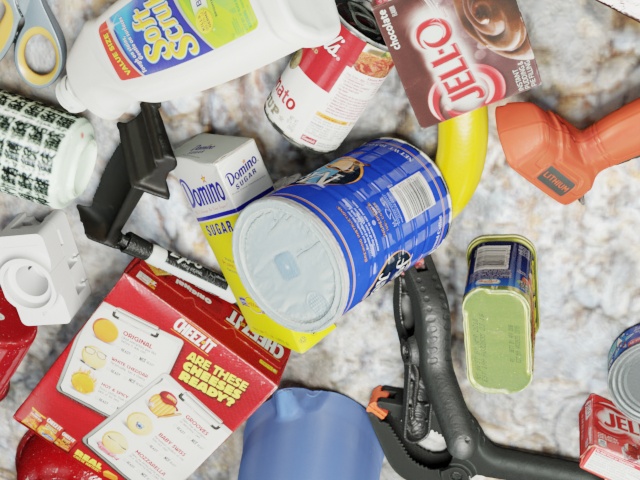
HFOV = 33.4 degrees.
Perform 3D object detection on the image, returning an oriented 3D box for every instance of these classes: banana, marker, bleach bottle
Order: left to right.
[{"bbox_3d":[-0.107,-0.145,0.788,0.251,0.067,0.102,-21,84,37],"label":"bleach bottle"},{"bbox_3d":[-0.119,0.023,0.903,0.121,0.020,0.020,28,125,-32],"label":"marker"},{"bbox_3d":[0.094,-0.084,0.809,0.069,0.037,0.198,10,120,7],"label":"banana"}]

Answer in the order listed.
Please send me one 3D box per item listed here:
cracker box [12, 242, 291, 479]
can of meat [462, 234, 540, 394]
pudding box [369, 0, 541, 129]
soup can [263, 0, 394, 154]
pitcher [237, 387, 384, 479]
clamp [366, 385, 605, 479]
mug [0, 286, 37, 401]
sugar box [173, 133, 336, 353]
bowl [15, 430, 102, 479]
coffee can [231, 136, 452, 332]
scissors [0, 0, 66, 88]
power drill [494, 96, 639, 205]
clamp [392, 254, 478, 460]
[{"bbox_3d":[-0.153,0.129,0.969,0.164,0.072,0.214,37,119,-8],"label":"cracker box"},{"bbox_3d":[0.143,0.059,0.847,0.057,0.084,0.102,-1,118,14],"label":"can of meat"},{"bbox_3d":[0.091,-0.138,0.722,0.090,0.039,0.113,-21,131,10],"label":"pudding box"},{"bbox_3d":[0.010,-0.123,0.791,0.068,0.068,0.102,33,121,-5],"label":"soup can"},{"bbox_3d":[-0.013,0.257,0.904,0.149,0.242,0.145,28,120,-10],"label":"pitcher"},{"bbox_3d":[0.124,0.210,0.962,0.210,0.036,0.165,32,120,-2],"label":"clamp"},{"bbox_3d":[-0.319,0.085,0.986,0.117,0.093,0.082,51,119,27],"label":"mug"},{"bbox_3d":[-0.056,0.001,0.863,0.093,0.048,0.176,13,134,58],"label":"sugar box"},{"bbox_3d":[-0.243,0.257,1.071,0.162,0.055,0.162,6,119,11],"label":"bowl"},{"bbox_3d":[0.018,-0.007,0.793,0.103,0.140,0.103,21,125,33],"label":"coffee can"},{"bbox_3d":[-0.213,-0.201,0.835,0.096,0.016,0.202,38,115,-14],"label":"scissors"},{"bbox_3d":[0.216,-0.095,0.714,0.188,0.057,0.184,-22,151,29],"label":"power drill"},{"bbox_3d":[0.090,0.094,0.861,0.039,0.120,0.171,-11,98,-22],"label":"clamp"}]
